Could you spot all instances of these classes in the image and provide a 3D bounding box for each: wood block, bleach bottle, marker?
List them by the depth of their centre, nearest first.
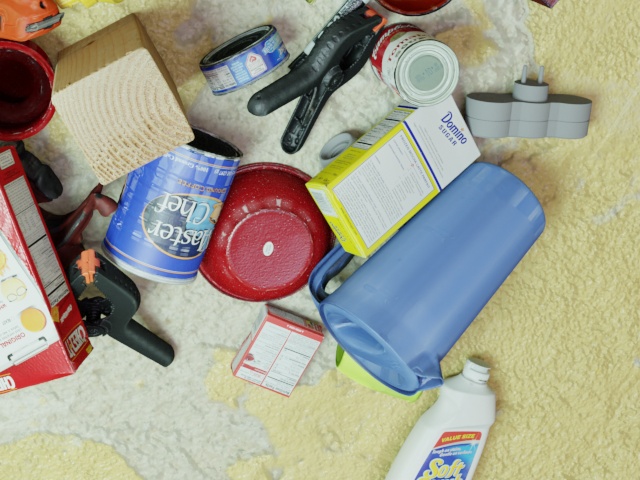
[{"bbox_3d":[-0.182,-0.136,0.973,0.091,0.206,0.090,-28,113,-1],"label":"wood block"},{"bbox_3d":[0.010,-0.212,1.086,0.020,0.020,0.121,39,98,-22],"label":"marker"},{"bbox_3d":[0.136,0.254,1.264,0.102,0.068,0.251,16,103,-15],"label":"bleach bottle"}]

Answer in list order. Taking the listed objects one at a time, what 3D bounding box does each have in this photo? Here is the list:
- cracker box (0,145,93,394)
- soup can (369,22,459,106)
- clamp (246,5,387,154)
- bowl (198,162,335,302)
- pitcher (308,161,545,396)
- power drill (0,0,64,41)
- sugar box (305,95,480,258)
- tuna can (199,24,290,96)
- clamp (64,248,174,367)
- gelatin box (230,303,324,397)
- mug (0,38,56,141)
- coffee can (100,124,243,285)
[{"bbox_3d":[-0.326,0.036,0.988,0.164,0.072,0.213,-16,104,12],"label":"cracker box"},{"bbox_3d":[0.093,-0.177,1.071,0.068,0.102,0.068,-4,111,-10],"label":"soup can"},{"bbox_3d":[-0.004,-0.167,1.062,0.039,0.120,0.171,38,96,18],"label":"clamp"},{"bbox_3d":[-0.057,0.001,1.132,0.162,0.055,0.162,-4,110,-10],"label":"bowl"},{"bbox_3d":[0.114,0.028,1.115,0.242,0.145,0.149,-46,103,-18],"label":"pitcher"},{"bbox_3d":[-0.304,-0.280,0.946,0.185,0.057,0.188,17,126,26],"label":"power drill"},{"bbox_3d":[0.077,-0.074,1.098,0.176,0.048,0.093,-42,119,-20],"label":"sugar box"},{"bbox_3d":[-0.075,-0.177,1.045,0.086,0.086,0.033,-28,112,-1],"label":"tuna can"},{"bbox_3d":[-0.241,0.082,1.088,0.164,0.036,0.210,-8,146,-6],"label":"clamp"},{"bbox_3d":[-0.049,0.123,1.190,0.073,0.030,0.089,23,110,-19],"label":"gelatin box"},{"bbox_3d":[-0.304,-0.141,1.013,0.117,0.081,0.093,-39,113,4],"label":"mug"},{"bbox_3d":[-0.149,-0.040,1.071,0.102,0.103,0.140,18,105,-17],"label":"coffee can"}]
